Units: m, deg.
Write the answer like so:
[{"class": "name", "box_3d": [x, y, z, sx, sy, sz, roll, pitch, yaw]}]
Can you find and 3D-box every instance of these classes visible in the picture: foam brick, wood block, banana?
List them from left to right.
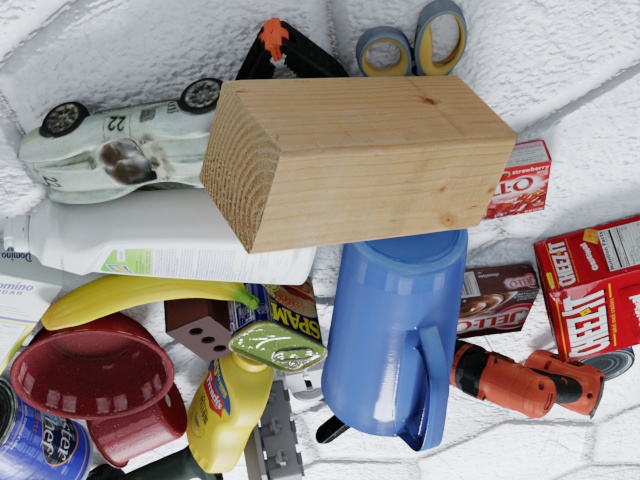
[{"class": "banana", "box_3d": [-0.158, 0.047, 0.993, 0.197, 0.069, 0.037, -7, 113, -4]}, {"class": "foam brick", "box_3d": [-0.114, 0.078, 1.060, 0.053, 0.051, 0.078, -23, 143, 18]}, {"class": "wood block", "box_3d": [0.029, -0.061, 0.784, 0.205, 0.091, 0.090, -7, 133, -32]}]

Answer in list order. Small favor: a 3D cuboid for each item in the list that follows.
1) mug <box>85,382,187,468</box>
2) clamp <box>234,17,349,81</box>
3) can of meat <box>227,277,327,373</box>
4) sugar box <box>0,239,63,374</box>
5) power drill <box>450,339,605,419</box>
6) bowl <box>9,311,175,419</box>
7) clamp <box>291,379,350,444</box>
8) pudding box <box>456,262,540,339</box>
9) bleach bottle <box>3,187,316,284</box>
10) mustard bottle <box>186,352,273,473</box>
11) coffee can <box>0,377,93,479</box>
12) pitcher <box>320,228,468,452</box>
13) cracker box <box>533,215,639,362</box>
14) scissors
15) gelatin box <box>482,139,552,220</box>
[{"class": "mug", "box_3d": [-0.196, 0.191, 1.178, 0.081, 0.093, 0.117, -24, 174, 11]}, {"class": "clamp", "box_3d": [-0.026, -0.091, 0.858, 0.165, 0.036, 0.210, -14, 145, 11]}, {"class": "can of meat", "box_3d": [-0.045, 0.071, 1.039, 0.058, 0.084, 0.102, -33, 139, 29]}, {"class": "sugar box", "box_3d": [-0.317, 0.066, 0.999, 0.093, 0.048, 0.176, 15, 134, -32]}, {"class": "power drill", "box_3d": [0.213, 0.149, 1.187, 0.187, 0.185, 0.057, 9, 100, -46]}, {"class": "bowl", "box_3d": [-0.229, 0.117, 1.077, 0.162, 0.055, 0.162, -6, 140, -5]}, {"class": "clamp", "box_3d": [0.051, 0.179, 1.254, 0.171, 0.039, 0.120, -26, 142, 9]}, {"class": "pudding box", "box_3d": [0.166, 0.067, 1.125, 0.113, 0.039, 0.090, -5, 145, -7]}, {"class": "bleach bottle", "box_3d": [-0.132, -0.007, 0.883, 0.250, 0.068, 0.103, 2, 152, -9]}, {"class": "mustard bottle", "box_3d": [-0.093, 0.161, 1.140, 0.058, 0.096, 0.192, 4, 137, -24]}, {"class": "coffee can", "box_3d": [-0.329, 0.220, 1.162, 0.103, 0.103, 0.140, -21, 143, 15]}, {"class": "pitcher", "box_3d": [0.076, 0.076, 1.012, 0.149, 0.144, 0.243, 21, 139, 16]}, {"class": "cracker box", "box_3d": [0.341, 0.044, 1.109, 0.214, 0.072, 0.164, -15, 144, 9]}, {"class": "scissors", "box_3d": [0.071, -0.113, 0.867, 0.096, 0.016, 0.202, -7, 144, -10]}, {"class": "gelatin box", "box_3d": [0.160, -0.051, 0.966, 0.089, 0.030, 0.073, -10, 145, -1]}]
